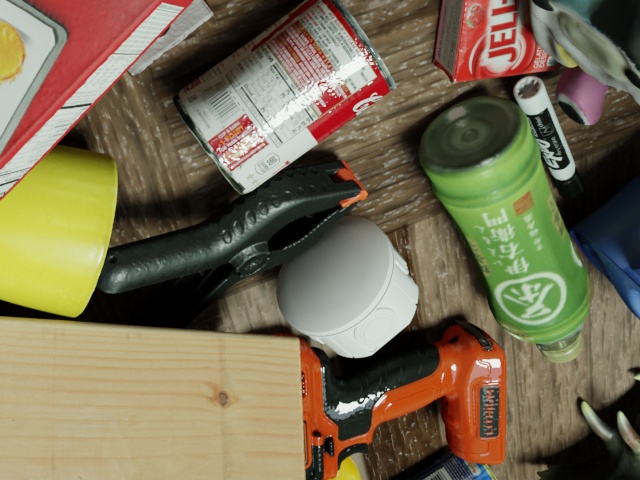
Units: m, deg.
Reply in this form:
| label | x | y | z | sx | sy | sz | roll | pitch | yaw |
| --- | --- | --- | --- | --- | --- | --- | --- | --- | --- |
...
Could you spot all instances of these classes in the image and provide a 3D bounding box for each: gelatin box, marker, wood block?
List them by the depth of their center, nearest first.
| label | x | y | z | sx | sy | sz | roll | pitch | yaw |
| --- | --- | --- | --- | --- | --- | --- | --- | --- | --- |
| wood block | -0.120 | 0.098 | 0.590 | 0.205 | 0.091 | 0.090 | 7 | 161 | -31 |
| gelatin box | 0.108 | -0.138 | 0.616 | 0.073 | 0.030 | 0.089 | -9 | 127 | -19 |
| marker | 0.149 | -0.062 | 0.686 | 0.020 | 0.020 | 0.121 | -36 | 140 | 3 |

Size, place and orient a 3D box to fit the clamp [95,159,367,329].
| label | x | y | z | sx | sy | sz | roll | pitch | yaw |
| --- | --- | --- | --- | --- | --- | --- | --- | --- | --- |
| clamp | -0.054 | 0.001 | 0.619 | 0.171 | 0.039 | 0.120 | -35 | 164 | -1 |

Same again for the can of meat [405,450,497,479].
| label | x | y | z | sx | sy | sz | roll | pitch | yaw |
| --- | --- | --- | --- | --- | --- | --- | --- | --- | --- |
| can of meat | 0.107 | 0.219 | 0.860 | 0.084 | 0.057 | 0.102 | -32 | 132 | -4 |

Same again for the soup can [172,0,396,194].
| label | x | y | z | sx | sy | sz | roll | pitch | yaw |
| --- | --- | --- | --- | --- | --- | --- | --- | --- | --- |
| soup can | -0.020 | -0.080 | 0.574 | 0.102 | 0.068 | 0.068 | -36 | 131 | 3 |

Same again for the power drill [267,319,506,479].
| label | x | y | z | sx | sy | sz | roll | pitch | yaw |
| --- | --- | --- | --- | --- | --- | --- | --- | --- | --- |
| power drill | 0.038 | 0.140 | 0.750 | 0.187 | 0.057 | 0.184 | -11 | 114 | -21 |
